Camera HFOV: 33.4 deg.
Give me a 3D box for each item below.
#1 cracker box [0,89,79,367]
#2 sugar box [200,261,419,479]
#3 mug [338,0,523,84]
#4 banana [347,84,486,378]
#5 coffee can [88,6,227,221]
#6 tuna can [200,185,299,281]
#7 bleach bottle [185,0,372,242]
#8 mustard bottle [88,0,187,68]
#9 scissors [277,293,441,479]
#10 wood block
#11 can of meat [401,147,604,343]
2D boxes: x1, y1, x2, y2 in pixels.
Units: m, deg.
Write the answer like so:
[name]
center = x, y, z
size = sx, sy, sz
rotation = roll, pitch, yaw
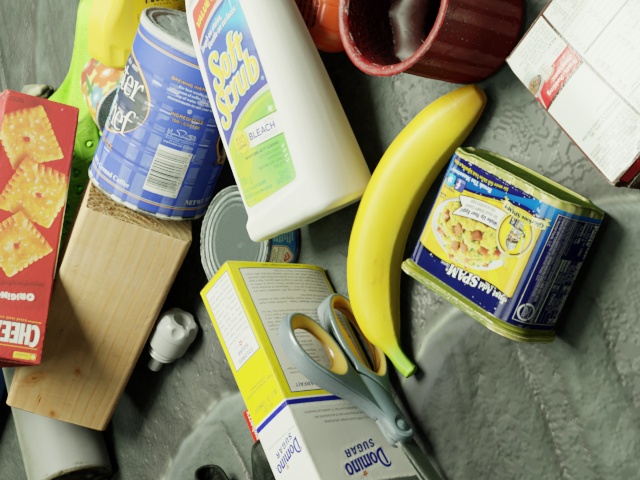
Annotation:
[cracker box]
center = -0.274, -0.003, 0.906
size = 0.164, 0.072, 0.213
rotation = -14, 67, 60
[sugar box]
center = -0.009, 0.097, 0.727
size = 0.048, 0.093, 0.176
rotation = -46, 55, 37
[mug]
center = 0.065, -0.149, 0.672
size = 0.117, 0.081, 0.093
rotation = 46, 120, 40
[banana]
center = 0.056, -0.012, 0.709
size = 0.070, 0.037, 0.198
rotation = 17, 104, 19
[coffee can]
center = -0.115, -0.101, 0.854
size = 0.103, 0.102, 0.140
rotation = 44, 119, 41
[tuna can]
center = -0.055, 0.001, 0.831
size = 0.086, 0.033, 0.086
rotation = -5, 83, 48
[bleach bottle]
center = -0.050, -0.132, 0.754
size = 0.103, 0.067, 0.251
rotation = -24, 88, 50
[mustard bottle]
center = -0.140, -0.240, 0.864
size = 0.058, 0.096, 0.192
rotation = 34, 129, 43
[scissors]
center = 0.033, 0.115, 0.685
size = 0.016, 0.096, 0.202
rotation = -48, 51, 31
[wood block]
center = -0.189, 0.050, 0.916
size = 0.091, 0.090, 0.206
rotation = -102, 35, -60
[can of meat]
center = 0.108, 0.000, 0.632
size = 0.102, 0.057, 0.084
rotation = 35, 110, 43
